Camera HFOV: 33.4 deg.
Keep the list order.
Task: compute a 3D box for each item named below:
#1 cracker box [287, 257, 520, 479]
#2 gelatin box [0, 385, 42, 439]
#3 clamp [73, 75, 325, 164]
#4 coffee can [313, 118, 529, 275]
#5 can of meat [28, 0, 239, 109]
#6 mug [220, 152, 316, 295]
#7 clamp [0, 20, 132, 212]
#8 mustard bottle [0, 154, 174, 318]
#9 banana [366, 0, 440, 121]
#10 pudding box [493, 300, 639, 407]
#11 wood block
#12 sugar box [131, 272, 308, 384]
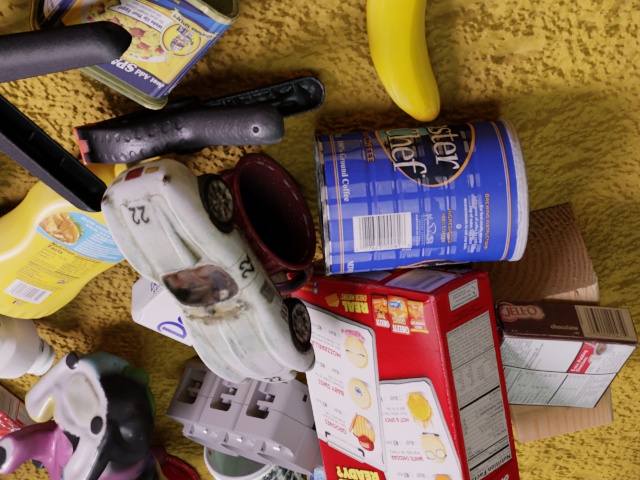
[{"bbox_3d":[0.066,0.122,0.828,0.071,0.164,0.214,-22,108,-37],"label":"cracker box"},{"bbox_3d":[-0.310,0.175,1.004,0.073,0.030,0.089,-21,136,16],"label":"gelatin box"},{"bbox_3d":[-0.080,-0.080,0.719,0.172,0.120,0.039,-3,102,25],"label":"clamp"},{"bbox_3d":[0.069,-0.031,0.767,0.140,0.103,0.103,-5,138,-1],"label":"coffee can"},{"bbox_3d":[-0.113,-0.142,0.657,0.102,0.057,0.084,28,126,-32],"label":"can of meat"},{"bbox_3d":[-0.055,0.001,0.797,0.082,0.093,0.117,-27,127,28],"label":"mug"},{"bbox_3d":[-0.217,-0.091,0.658,0.210,0.036,0.165,14,142,2],"label":"clamp"},{"bbox_3d":[-0.180,-0.011,0.791,0.192,0.058,0.096,-33,141,26],"label":"mustard bottle"},{"bbox_3d":[0.063,-0.151,0.682,0.069,0.037,0.198,3,137,-8],"label":"banana"},{"bbox_3d":[0.175,0.090,0.827,0.113,0.039,0.090,6,137,-11],"label":"pudding box"},{"bbox_3d":[0.189,0.077,0.911,0.091,0.090,0.206,-14,137,7],"label":"wood block"},{"bbox_3d":[-0.061,0.063,0.898,0.176,0.048,0.093,26,130,-32],"label":"sugar box"}]
